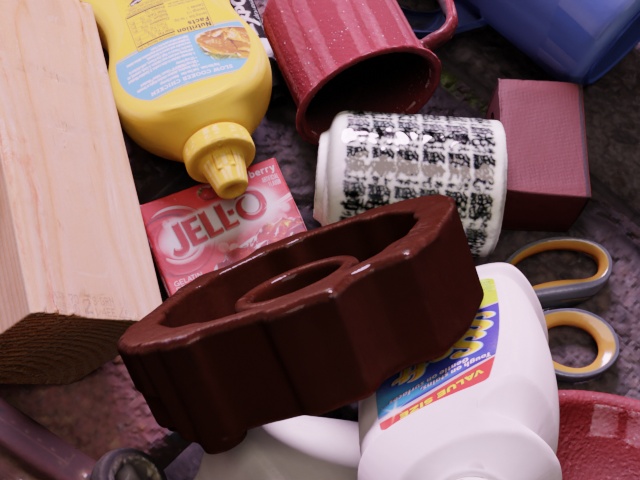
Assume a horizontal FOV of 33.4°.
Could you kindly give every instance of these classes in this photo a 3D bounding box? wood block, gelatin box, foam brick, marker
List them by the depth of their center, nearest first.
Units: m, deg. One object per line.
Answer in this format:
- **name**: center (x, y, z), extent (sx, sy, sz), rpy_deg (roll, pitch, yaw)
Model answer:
- **wood block**: center (-0.165, -0.034, 0.586), extent (0.091, 0.090, 0.206), rpy_deg (-31, 64, 32)
- **gelatin box**: center (-0.054, 0.001, 0.625), extent (0.089, 0.030, 0.073), rpy_deg (-20, 69, -11)
- **foam brick**: center (0.128, -0.050, 0.642), extent (0.051, 0.053, 0.078), rpy_deg (2, 66, -2)
- **marker**: center (-0.047, -0.140, 0.690), extent (0.020, 0.020, 0.121), rpy_deg (-18, 69, -10)

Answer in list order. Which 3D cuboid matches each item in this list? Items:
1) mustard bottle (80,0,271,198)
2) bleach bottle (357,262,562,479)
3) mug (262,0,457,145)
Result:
- **mustard bottle**: center (-0.082, -0.105, 0.638), extent (0.096, 0.058, 0.192), rpy_deg (-20, 61, -7)
- **bleach bottle**: center (0.067, 0.075, 0.478), extent (0.102, 0.250, 0.068), rpy_deg (-20, 98, 7)
- **mug**: center (0.025, -0.122, 0.645), extent (0.117, 0.093, 0.081), rpy_deg (-28, 65, 9)
